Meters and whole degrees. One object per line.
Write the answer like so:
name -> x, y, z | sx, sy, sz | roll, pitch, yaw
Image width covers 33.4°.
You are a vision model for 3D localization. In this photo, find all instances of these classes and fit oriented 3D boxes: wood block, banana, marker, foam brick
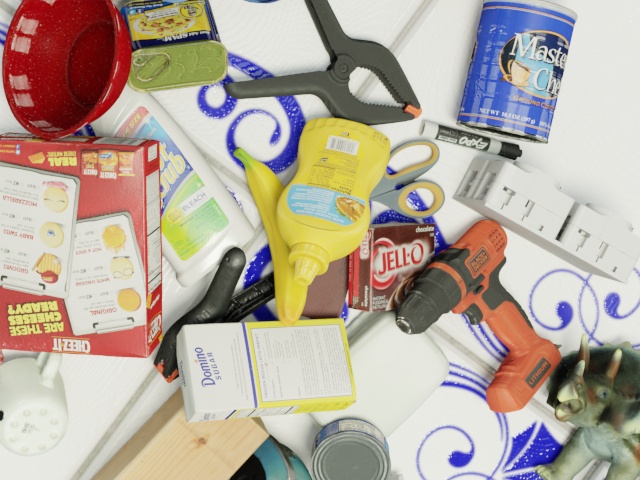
wood block -> -0.161, 0.242, 1.131 | 0.090, 0.090, 0.206 | 45, 86, -12
banana -> -0.046, -0.002, 1.123 | 0.069, 0.037, 0.198 | -1, 67, -49
marker -> 0.170, -0.112, 1.196 | 0.121, 0.020, 0.020 | 13, 93, -12
foam brick -> 0.000, 0.045, 1.162 | 0.053, 0.051, 0.078 | 17, 93, -14

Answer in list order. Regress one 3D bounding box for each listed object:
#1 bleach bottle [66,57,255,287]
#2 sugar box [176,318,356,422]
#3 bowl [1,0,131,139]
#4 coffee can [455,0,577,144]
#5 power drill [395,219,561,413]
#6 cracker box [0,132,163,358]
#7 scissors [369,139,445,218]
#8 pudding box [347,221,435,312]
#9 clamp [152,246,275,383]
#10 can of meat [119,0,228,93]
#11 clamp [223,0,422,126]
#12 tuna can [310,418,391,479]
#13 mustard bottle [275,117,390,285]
bleach bottle -> -0.179, -0.079, 1.108 | 0.102, 0.068, 0.251 | -38, 99, -1
sugar box -> -0.055, 0.131, 1.091 | 0.176, 0.048, 0.093 | -1, 66, -21
bowl -> -0.234, -0.174, 1.029 | 0.055, 0.162, 0.162 | 7, 96, -56
coffee can -> 0.211, -0.184, 1.154 | 0.102, 0.103, 0.140 | 11, 94, -13
power drill -> 0.177, 0.095, 1.171 | 0.184, 0.057, 0.187 | -42, 108, -33
cracker box -> -0.243, 0.002, 1.067 | 0.164, 0.072, 0.214 | 3, 104, 8
scissors -> 0.053, -0.038, 1.182 | 0.201, 0.016, 0.096 | -33, 103, -5
pudding box -> 0.078, 0.027, 1.155 | 0.113, 0.039, 0.090 | -6, 100, -49
clamp -> -0.114, 0.077, 1.120 | 0.171, 0.039, 0.120 | -45, 146, -3
can of meat -> -0.152, -0.202, 1.082 | 0.102, 0.057, 0.084 | -9, 53, -11
clamp -> 0.020, -0.195, 1.148 | 0.209, 0.036, 0.164 | 21, 88, -13
tuna can -> 0.032, 0.233, 1.139 | 0.086, 0.033, 0.086 | 0, 110, 1
mustard bottle -> 0.006, -0.037, 1.100 | 0.096, 0.058, 0.191 | 14, 57, 5
